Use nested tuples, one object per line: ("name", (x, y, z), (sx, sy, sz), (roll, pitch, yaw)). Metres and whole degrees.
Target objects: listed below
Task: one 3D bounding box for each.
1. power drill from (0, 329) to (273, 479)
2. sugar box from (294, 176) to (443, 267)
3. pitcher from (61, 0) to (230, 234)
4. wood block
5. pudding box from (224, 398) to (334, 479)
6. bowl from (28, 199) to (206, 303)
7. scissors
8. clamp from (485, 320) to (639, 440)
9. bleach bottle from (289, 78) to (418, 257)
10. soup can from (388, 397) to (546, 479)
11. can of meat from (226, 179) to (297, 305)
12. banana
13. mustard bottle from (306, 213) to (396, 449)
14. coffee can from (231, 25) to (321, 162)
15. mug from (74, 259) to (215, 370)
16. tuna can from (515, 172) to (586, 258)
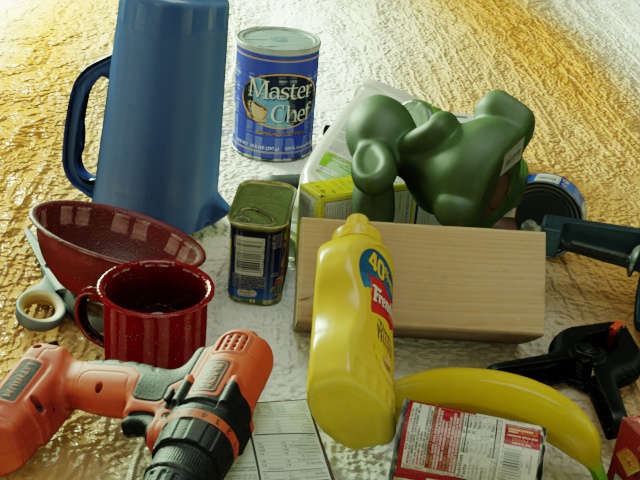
("power drill", (-0.139, 0.128, 0.731), (0.188, 0.057, 0.184), (0, 29, 18))
("sugar box", (0.062, -0.021, 1.064), (0.175, 0.093, 0.048), (-10, 30, -29))
("pitcher", (-0.169, -0.137, 1.087), (0.149, 0.243, 0.145), (-4, 24, -31))
("wood block", (0.082, 0.037, 0.924), (0.206, 0.091, 0.090), (3, -10, -3))
("pudding box", (-0.042, 0.159, 0.752), (0.090, 0.039, 0.113), (-1, 29, -12))
("bowl", (-0.188, 0.017, 0.963), (0.162, 0.055, 0.162), (17, 15, -5))
("scissors", (-0.260, 0.036, 0.979), (0.096, 0.016, 0.202), (-13, 32, -41))
("clamp", (0.212, 0.106, 0.900), (0.120, 0.039, 0.171), (21, 24, 19))
("bleach bottle", (0.024, -0.073, 1.145), (0.103, 0.068, 0.250), (26, 50, 18))
("soup can", (0.103, 0.154, 0.753), (0.102, 0.068, 0.068), (10, 27, 9))
("can of meat", (-0.057, 0.001, 1.010), (0.057, 0.084, 0.102), (6, 27, 2))
("banana", (0.125, 0.130, 0.800), (0.198, 0.069, 0.037), (15, 1, 20))
("mustard bottle", (0.026, 0.055, 0.814), (0.058, 0.096, 0.191), (-14, 46, 18))
("coffee can", (-0.055, -0.180, 1.305), (0.103, 0.140, 0.103), (4, 27, -2))
("mug", (-0.144, 0.070, 0.862), (0.117, 0.081, 0.093), (10, 27, 10))
("tuna can", (0.233, -0.027, 1.113), (0.086, 0.086, 0.033), (14, 27, 18))
